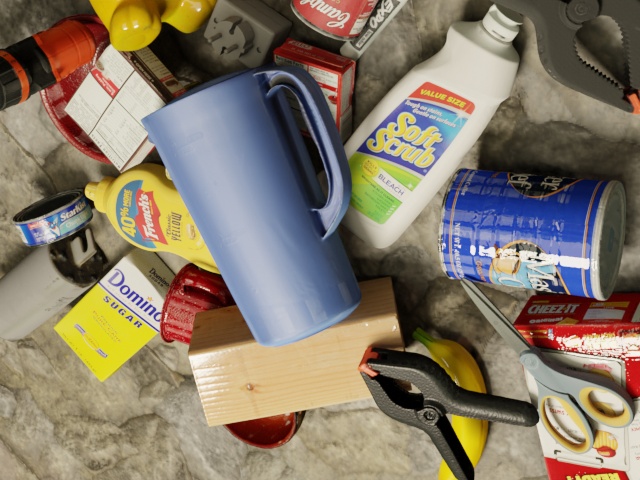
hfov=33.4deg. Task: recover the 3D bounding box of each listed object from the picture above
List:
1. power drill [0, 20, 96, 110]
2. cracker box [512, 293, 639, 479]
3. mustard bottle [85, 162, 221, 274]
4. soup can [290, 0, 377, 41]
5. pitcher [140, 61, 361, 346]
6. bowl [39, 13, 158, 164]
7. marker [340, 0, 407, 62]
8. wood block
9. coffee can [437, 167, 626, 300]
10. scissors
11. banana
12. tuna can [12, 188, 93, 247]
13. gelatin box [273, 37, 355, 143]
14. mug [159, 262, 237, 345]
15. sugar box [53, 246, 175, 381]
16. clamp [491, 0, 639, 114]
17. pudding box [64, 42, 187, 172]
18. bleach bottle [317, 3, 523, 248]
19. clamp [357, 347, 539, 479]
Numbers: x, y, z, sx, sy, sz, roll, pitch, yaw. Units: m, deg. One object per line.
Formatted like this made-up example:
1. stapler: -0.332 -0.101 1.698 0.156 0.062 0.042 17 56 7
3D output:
1. power drill: -0.331 -0.147 1.044 0.188 0.184 0.057 -9 111 43
2. cracker box: 0.285 0.154 0.990 0.164 0.072 0.213 -4 114 33
3. mustard bottle: -0.172 -0.033 1.153 0.192 0.058 0.096 16 121 22
4. soup can: 0.026 -0.234 0.923 0.068 0.068 0.102 36 123 8
5. pitcher: -0.047 -0.034 0.966 0.243 0.145 0.149 66 168 -7
6. bowl: -0.215 -0.163 1.108 0.162 0.055 0.162 13 121 23
7. marker: 0.059 -0.206 0.954 0.020 0.020 0.121 45 128 0
8. wood block: -0.019 0.111 1.074 0.206 0.090 0.091 -11 113 4
9. coffee can: 0.187 -0.008 0.937 0.140 0.102 0.103 7 119 26
10. scissors: 0.207 0.106 0.942 0.096 0.016 0.201 -17 111 33
11. banana: 0.143 0.179 1.108 0.070 0.037 0.198 12 121 44
12. tuna can: -0.303 -0.026 1.214 0.086 0.086 0.034 -8 113 32
13. gelatin box: -0.006 -0.140 1.009 0.073 0.030 0.089 22 136 22
14. mug: -0.119 0.073 1.156 0.081 0.093 0.117 17 148 15
15. sugar box: -0.234 0.087 1.261 0.093 0.048 0.177 48 129 -1
16. clamp: 0.195 -0.188 0.856 0.165 0.036 0.210 -24 107 14
17. pudding box: -0.191 -0.135 1.049 0.090 0.039 0.114 48 130 1
18. bleach bottle: 0.092 -0.111 0.962 0.102 0.068 0.251 40 125 8
19. clamp: 0.118 0.152 1.008 0.171 0.039 0.120 39 119 -11
